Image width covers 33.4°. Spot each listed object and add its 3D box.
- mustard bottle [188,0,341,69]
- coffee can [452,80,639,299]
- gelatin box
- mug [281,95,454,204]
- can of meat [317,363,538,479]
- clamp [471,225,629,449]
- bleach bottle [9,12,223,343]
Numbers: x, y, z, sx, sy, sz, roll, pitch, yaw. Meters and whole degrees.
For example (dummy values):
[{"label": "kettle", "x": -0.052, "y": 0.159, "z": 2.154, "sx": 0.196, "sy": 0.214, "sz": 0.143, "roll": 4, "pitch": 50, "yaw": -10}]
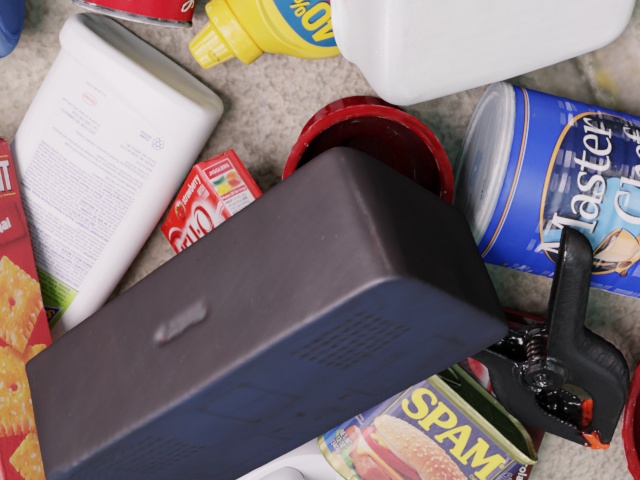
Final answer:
[{"label": "mustard bottle", "x": 0.009, "y": -0.156, "z": 0.585, "sx": 0.192, "sy": 0.058, "sz": 0.096, "roll": -34, "pitch": 126, "yaw": 9}, {"label": "coffee can", "x": 0.153, "y": -0.025, "z": 0.604, "sx": 0.140, "sy": 0.103, "sz": 0.103, "roll": 13, "pitch": 106, "yaw": -4}, {"label": "gelatin box", "x": -0.054, "y": 0.001, "z": 0.609, "sx": 0.030, "sy": 0.089, "sz": 0.073, "roll": -28, "pitch": 80, "yaw": -30}, {"label": "mug", "x": 0.017, "y": -0.029, "z": 0.613, "sx": 0.093, "sy": 0.081, "sz": 0.117, "roll": 38, "pitch": 102, "yaw": -11}, {"label": "can of meat", "x": 0.061, "y": 0.117, "z": 0.628, "sx": 0.102, "sy": 0.057, "sz": 0.084, "roll": 42, "pitch": 103, "yaw": -9}, {"label": "clamp", "x": 0.114, "y": 0.064, "z": 0.607, "sx": 0.120, "sy": 0.039, "sz": 0.171, "roll": -7, "pitch": 131, "yaw": 29}, {"label": "bleach bottle", "x": -0.163, "y": -0.002, "z": 0.631, "sx": 0.102, "sy": 0.068, "sz": 0.251, "roll": 35, "pitch": 107, "yaw": -2}]
